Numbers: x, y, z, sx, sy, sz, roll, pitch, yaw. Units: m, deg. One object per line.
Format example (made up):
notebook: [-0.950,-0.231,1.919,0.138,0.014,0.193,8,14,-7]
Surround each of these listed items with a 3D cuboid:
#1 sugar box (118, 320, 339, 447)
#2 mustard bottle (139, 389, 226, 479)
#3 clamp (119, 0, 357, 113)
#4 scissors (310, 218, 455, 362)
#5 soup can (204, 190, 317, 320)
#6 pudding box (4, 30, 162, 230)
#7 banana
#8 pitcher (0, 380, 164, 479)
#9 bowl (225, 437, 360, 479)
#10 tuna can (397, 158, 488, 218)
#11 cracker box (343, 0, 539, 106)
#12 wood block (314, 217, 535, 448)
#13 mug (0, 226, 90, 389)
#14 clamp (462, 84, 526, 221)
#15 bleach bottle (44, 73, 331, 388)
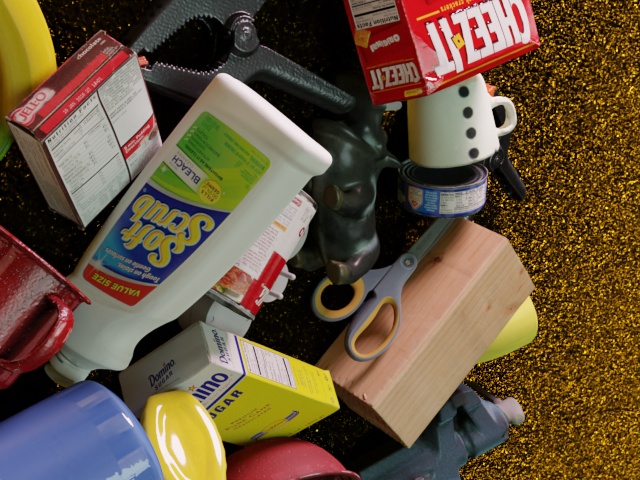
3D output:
sugar box: [-0.072,0.126,0.887,0.093,0.048,0.176,-34,147,23]
mustard bottle: [-0.124,0.206,0.846,0.058,0.096,0.192,-10,146,-27]
clamp: [-0.063,-0.166,0.805,0.209,0.036,0.164,-14,103,-35]
scissors: [0.061,0.019,1.011,0.201,0.096,0.016,-63,-178,-23]
soup can: [-0.055,0.001,0.822,0.068,0.069,0.102,40,76,-48]
pudding box: [-0.156,-0.072,0.723,0.090,0.039,0.113,-48,157,-22]
banana: [-0.210,-0.144,0.662,0.069,0.037,0.198,-42,133,-31]
pitcher: [-0.230,0.200,0.706,0.242,0.149,0.145,-30,116,-31]
bowl: [-0.048,0.220,0.945,0.162,0.055,0.162,-18,151,-11]
tuna can: [0.116,-0.052,1.022,0.085,0.086,0.034,-23,124,-40]
cracker box: [0.090,-0.238,0.884,0.163,0.072,0.214,-27,106,-38]
wood block: [0.103,0.084,1.042,0.206,0.091,0.090,-50,135,-12]
mug: [-0.204,0.047,0.692,0.081,0.117,0.093,-52,141,-12]
clamp: [0.163,-0.078,1.100,0.120,0.039,0.171,-45,134,-30]
bleach bottle: [-0.107,0.008,0.762,0.251,0.103,0.068,-52,163,8]
